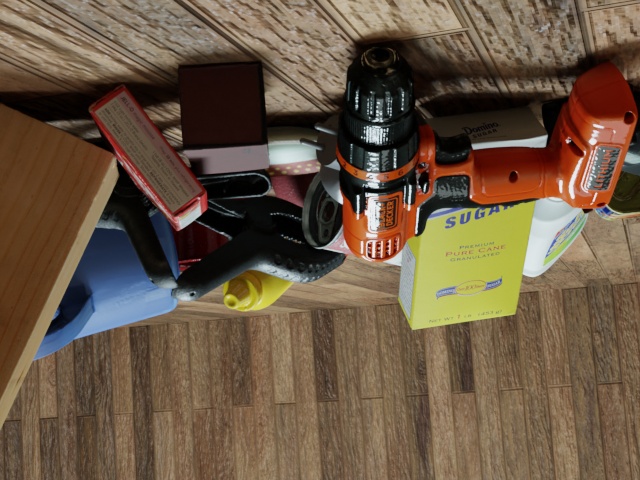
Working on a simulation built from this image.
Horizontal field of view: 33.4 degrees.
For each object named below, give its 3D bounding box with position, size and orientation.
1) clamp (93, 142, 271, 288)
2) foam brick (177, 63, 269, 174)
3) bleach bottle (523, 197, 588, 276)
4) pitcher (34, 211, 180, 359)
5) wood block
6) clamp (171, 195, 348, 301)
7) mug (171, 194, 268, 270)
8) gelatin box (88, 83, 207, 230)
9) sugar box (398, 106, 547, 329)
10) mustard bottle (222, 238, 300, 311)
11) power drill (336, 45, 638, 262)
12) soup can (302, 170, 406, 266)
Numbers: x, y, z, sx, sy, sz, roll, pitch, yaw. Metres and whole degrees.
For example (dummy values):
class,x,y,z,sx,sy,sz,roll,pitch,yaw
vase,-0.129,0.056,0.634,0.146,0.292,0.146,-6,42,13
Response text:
class,x,y,z,sx,sy,sz,roll,pitch,yaw
clamp,-0.133,-0.026,0.774,0.172,0.039,0.120,13,-136,27
foam brick,-0.059,-0.075,0.671,0.053,0.051,0.078,-4,173,-3
bleach bottle,0.216,-0.028,1.024,0.102,0.068,0.250,-47,168,1
pitcher,-0.239,0.036,0.860,0.242,0.149,0.145,-12,168,-17
wood block,-0.215,0.026,0.693,0.090,0.206,0.091,24,170,-6
clamp,-0.056,0.001,0.850,0.209,0.165,0.036,11,123,-31
mug,-0.085,-0.018,0.978,0.117,0.081,0.093,0,171,-29
gelatin box,-0.111,-0.051,0.693,0.030,0.089,0.073,-39,179,-9
sugar box,0.114,-0.014,0.821,0.093,0.048,0.176,-8,132,-11
mustard bottle,-0.054,0.029,1.158,0.096,0.058,0.191,-19,-168,29
power drill,0.102,-0.064,0.688,0.187,0.057,0.184,-9,146,-5
soup can,0.045,-0.017,0.869,0.102,0.068,0.069,13,165,-31
